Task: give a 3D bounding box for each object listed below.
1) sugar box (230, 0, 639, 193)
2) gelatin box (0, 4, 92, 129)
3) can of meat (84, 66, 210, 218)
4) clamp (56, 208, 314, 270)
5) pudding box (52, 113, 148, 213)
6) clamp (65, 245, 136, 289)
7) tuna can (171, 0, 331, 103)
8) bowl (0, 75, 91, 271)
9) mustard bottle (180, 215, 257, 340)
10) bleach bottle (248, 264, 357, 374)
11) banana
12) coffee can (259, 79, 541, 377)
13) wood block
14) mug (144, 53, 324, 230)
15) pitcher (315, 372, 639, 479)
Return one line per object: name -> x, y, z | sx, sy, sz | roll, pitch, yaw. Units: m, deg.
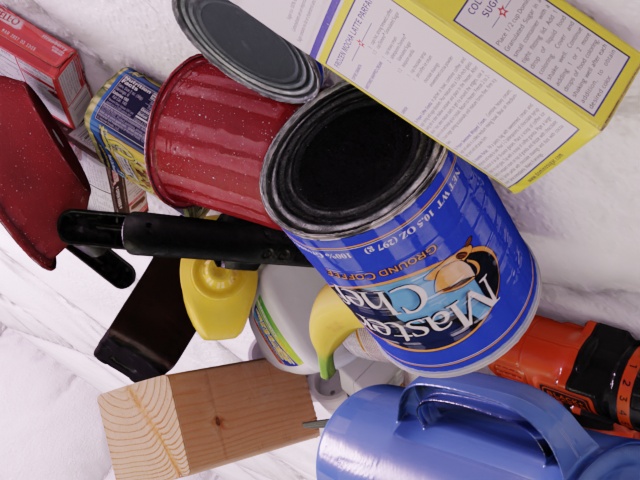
sugar box -> 0.035, -0.094, 0.443 | 0.176, 0.048, 0.093 | 37, 162, -1
gelatin box -> -0.209, -0.128, 0.786 | 0.073, 0.030, 0.089 | 31, 162, 8
can of meat -> -0.110, -0.066, 0.741 | 0.084, 0.057, 0.102 | 31, 163, 9
clamp -> -0.054, 0.001, 0.687 | 0.209, 0.036, 0.165 | 5, -179, -20
pudding box -> -0.195, -0.068, 0.863 | 0.114, 0.039, 0.090 | 33, 149, 20
clamp -> -0.231, -0.016, 0.926 | 0.172, 0.039, 0.120 | 34, 160, 20
tuna can -> -0.029, -0.108, 0.529 | 0.086, 0.033, 0.086 | 29, 162, 10
bowl -> -0.210, -0.060, 0.759 | 0.162, 0.055, 0.162 | 60, 176, 5
mustard bottle -> -0.081, 0.030, 0.841 | 0.058, 0.096, 0.192 | -2, 174, -7
bleach bottle -> -0.018, 0.077, 0.927 | 0.102, 0.068, 0.251 | 57, 166, 8
banana -> 0.039, 0.050, 0.686 | 0.069, 0.037, 0.198 | 58, 154, -7
coffee can -> 0.046, -0.005, 0.561 | 0.103, 0.102, 0.140 | 17, 156, 40
wood block -> -0.100, 0.168, 1.014 | 0.090, 0.091, 0.205 | -20, 169, 31
mug -> -0.034, -0.049, 0.614 | 0.082, 0.093, 0.117 | 17, 169, 28
pitcher -> 0.102, 0.160, 0.697 | 0.144, 0.149, 0.243 | 16, 176, -36
